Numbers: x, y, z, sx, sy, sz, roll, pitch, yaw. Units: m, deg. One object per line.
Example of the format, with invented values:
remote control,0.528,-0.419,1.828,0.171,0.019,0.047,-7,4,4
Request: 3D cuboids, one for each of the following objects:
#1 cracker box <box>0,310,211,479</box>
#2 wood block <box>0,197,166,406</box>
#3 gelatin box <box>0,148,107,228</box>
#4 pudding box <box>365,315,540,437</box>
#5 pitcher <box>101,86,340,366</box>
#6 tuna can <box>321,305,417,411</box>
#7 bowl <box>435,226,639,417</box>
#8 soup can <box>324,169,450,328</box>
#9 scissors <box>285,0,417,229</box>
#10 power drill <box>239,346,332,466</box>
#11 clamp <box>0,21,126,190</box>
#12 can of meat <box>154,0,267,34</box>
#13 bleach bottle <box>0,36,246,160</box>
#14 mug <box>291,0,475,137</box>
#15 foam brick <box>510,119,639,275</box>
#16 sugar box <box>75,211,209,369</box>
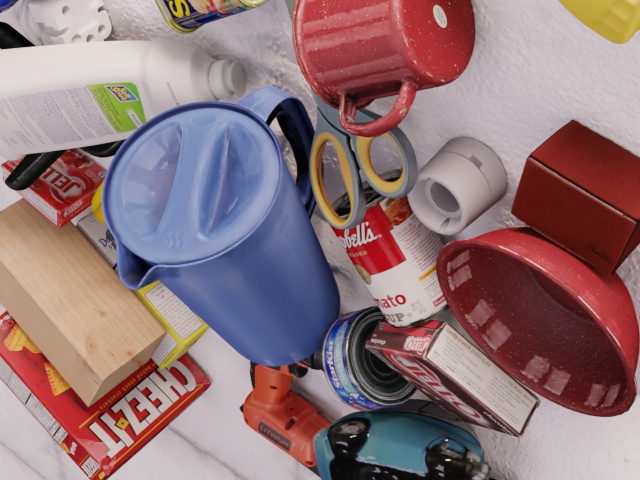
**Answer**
cracker box,-0.255,0.139,1.200,0.214,0.164,0.072,48,148,3
wood block,-0.270,0.059,1.127,0.206,0.090,0.091,48,145,6
gelatin box,-0.272,-0.064,1.102,0.089,0.073,0.030,37,145,17
pudding box,0.102,0.104,0.831,0.113,0.039,0.090,38,166,-21
pitcher,-0.055,0.001,0.838,0.242,0.149,0.145,61,-164,-59
tuna can,0.046,0.098,0.891,0.086,0.086,0.034,55,144,-9
bowl,0.157,0.044,0.723,0.162,0.055,0.162,38,158,18
soup can,0.057,0.007,0.806,0.069,0.068,0.102,-11,115,52
scissors,0.017,-0.108,0.738,0.096,0.016,0.202,-2,98,38
power drill,-0.019,0.130,1.023,0.185,0.057,0.188,31,139,31
clamp,-0.235,-0.135,0.999,0.210,0.036,0.164,-4,102,33
can of meat,-0.085,-0.208,0.769,0.084,0.057,0.102,-4,121,47
bleach bottle,-0.178,-0.122,0.903,0.251,0.068,0.102,-1,145,22
mug,0.040,-0.121,0.667,0.082,0.117,0.093,-3,159,44
foam brick,0.167,-0.027,0.663,0.078,0.051,0.053,35,144,21
sugar box,-0.203,0.052,1.165,0.176,0.048,0.093,51,146,4
